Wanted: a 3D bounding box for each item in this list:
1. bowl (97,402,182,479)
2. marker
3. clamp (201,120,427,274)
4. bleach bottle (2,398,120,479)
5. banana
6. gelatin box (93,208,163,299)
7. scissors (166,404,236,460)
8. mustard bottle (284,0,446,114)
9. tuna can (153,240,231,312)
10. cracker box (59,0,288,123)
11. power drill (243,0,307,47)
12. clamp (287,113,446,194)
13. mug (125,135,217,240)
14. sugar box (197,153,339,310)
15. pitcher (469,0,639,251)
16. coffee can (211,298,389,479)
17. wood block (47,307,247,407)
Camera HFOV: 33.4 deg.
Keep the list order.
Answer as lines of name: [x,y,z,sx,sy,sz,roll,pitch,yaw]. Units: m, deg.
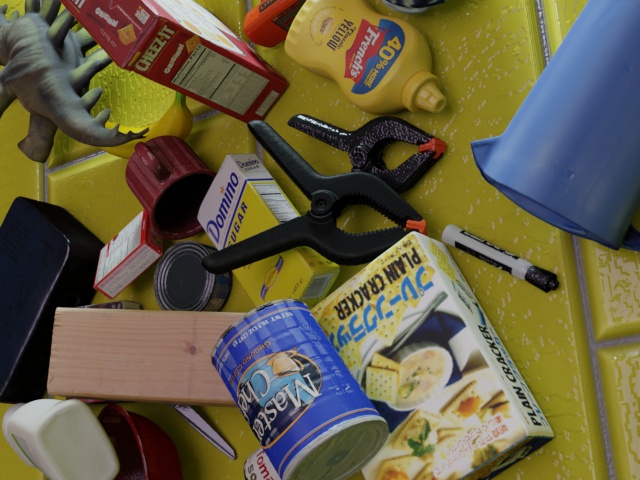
bowl: [-0.187,0.248,1.115,0.162,0.055,0.162,5,95,58]
marker: [0.163,0.016,0.968,0.121,0.020,0.020,29,96,35]
clamp: [0.000,-0.037,1.024,0.210,0.036,0.164,5,70,12]
bleach bottle: [-0.302,0.213,1.167,0.251,0.068,0.102,-2,119,60]
banana: [-0.207,-0.127,1.233,0.198,0.037,0.069,-11,91,41]
gelatin box: [-0.214,0.015,1.200,0.089,0.030,0.073,-41,28,20]
scissors: [-0.156,0.147,1.139,0.202,0.016,0.096,24,86,19]
mustard bottle: [0.053,-0.180,1.062,0.192,0.058,0.096,41,98,33]
tuna can: [-0.138,0.045,1.158,0.086,0.033,0.086,-8,76,33]
cracker box: [-0.157,-0.212,1.116,0.164,0.213,0.072,46,106,32]
power drill: [-0.069,-0.309,1.173,0.185,0.057,0.188,-31,65,27]
clamp: [0.041,-0.069,1.059,0.172,0.039,0.120,1,97,33]
mug: [-0.166,-0.066,1.155,0.093,0.117,0.082,-42,54,0]
sugar box: [-0.057,0.002,1.092,0.176,0.048,0.093,51,128,29]
pitcher: [0.253,-0.117,0.881,0.145,0.149,0.243,35,97,49]
coffee can: [-0.019,0.136,0.936,0.103,0.102,0.140,-46,58,17]
wood block: [-0.162,0.120,1.089,0.206,0.090,0.091,1,79,17]
